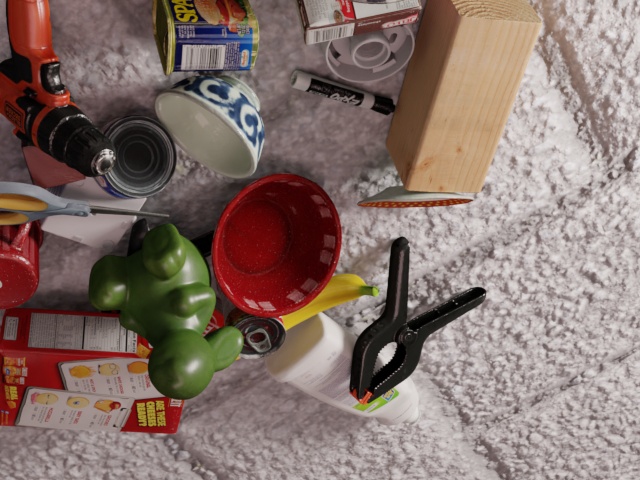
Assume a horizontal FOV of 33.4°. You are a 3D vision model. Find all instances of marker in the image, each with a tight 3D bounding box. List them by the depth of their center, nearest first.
[{"bbox_3d":[0.026,-0.154,1.123,0.121,0.020,0.020,13,125,-25],"label":"marker"}]

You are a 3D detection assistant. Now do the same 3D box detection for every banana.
[{"bbox_3d":[-0.027,0.084,1.280,0.198,0.069,0.037,-26,101,3],"label":"banana"}]

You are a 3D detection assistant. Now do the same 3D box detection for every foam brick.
[{"bbox_3d":[-0.263,-0.097,1.054,0.051,0.078,0.053,-11,131,-4],"label":"foam brick"}]

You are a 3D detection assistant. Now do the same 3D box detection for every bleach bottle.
[{"bbox_3d":[0.044,0.185,1.390,0.103,0.068,0.250,-39,131,15],"label":"bleach bottle"}]

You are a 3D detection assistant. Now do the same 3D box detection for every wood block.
[{"bbox_3d":[0.143,-0.158,1.105,0.090,0.091,0.206,1,129,-17],"label":"wood block"}]

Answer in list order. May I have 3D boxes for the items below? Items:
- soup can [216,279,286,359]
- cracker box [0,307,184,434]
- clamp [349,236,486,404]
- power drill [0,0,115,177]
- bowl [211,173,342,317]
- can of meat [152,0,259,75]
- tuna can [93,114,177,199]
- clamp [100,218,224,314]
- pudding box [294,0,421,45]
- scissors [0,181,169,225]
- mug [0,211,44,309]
[{"bbox_3d":[-0.082,0.078,1.236,0.068,0.102,0.068,-8,131,-9],"label":"soup can"},{"bbox_3d":[-0.265,0.153,1.248,0.213,0.072,0.164,4,139,-13],"label":"cracker box"},{"bbox_3d":[0.096,0.104,1.315,0.164,0.036,0.210,39,89,-33],"label":"clamp"},{"bbox_3d":[-0.240,-0.165,0.948,0.057,0.185,0.188,-21,133,-41],"label":"power drill"},{"bbox_3d":[-0.058,0.001,1.184,0.161,0.055,0.162,-8,105,-29],"label":"bowl"},{"bbox_3d":[-0.108,-0.198,0.995,0.083,0.102,0.057,-3,130,-16],"label":"can of meat"},{"bbox_3d":[-0.190,-0.084,1.083,0.086,0.034,0.086,-1,92,-30],"label":"tuna can"},{"bbox_3d":[-0.189,0.033,1.202,0.120,0.039,0.172,8,142,-36],"label":"clamp"},{"bbox_3d":[0.030,-0.241,1.003,0.113,0.090,0.039,-12,169,-7],"label":"pudding box"},{"bbox_3d":[-0.261,-0.028,1.082,0.096,0.016,0.201,-22,156,40],"label":"scissors"},{"bbox_3d":[-0.332,0.010,1.123,0.093,0.081,0.117,25,119,-31],"label":"mug"}]
